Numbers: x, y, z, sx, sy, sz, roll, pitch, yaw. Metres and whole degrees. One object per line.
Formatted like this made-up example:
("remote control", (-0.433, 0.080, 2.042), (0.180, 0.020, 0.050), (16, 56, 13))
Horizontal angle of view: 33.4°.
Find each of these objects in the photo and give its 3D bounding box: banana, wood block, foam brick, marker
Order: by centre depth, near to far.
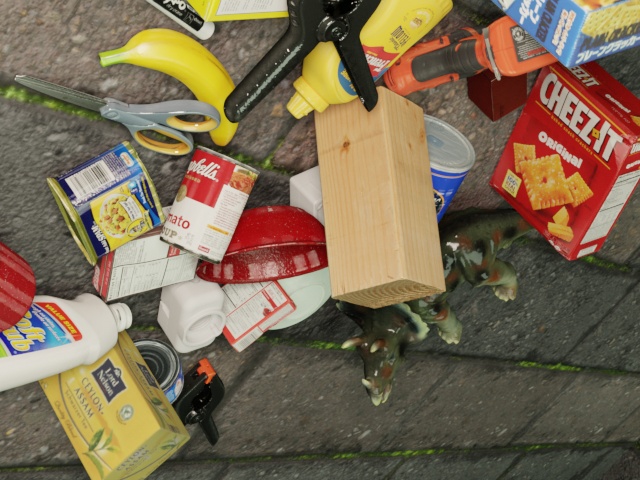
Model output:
("marker", (-0.132, -0.204, 0.908), (0.020, 0.020, 0.121), (-45, 148, 12))
("banana", (-0.119, -0.146, 0.985), (0.070, 0.037, 0.197), (-22, 151, 21))
("wood block", (0.061, -0.043, 1.116), (0.091, 0.206, 0.090), (-16, 161, 32))
("foam brick", (0.204, -0.187, 1.238), (0.053, 0.051, 0.078), (-31, 148, -10))

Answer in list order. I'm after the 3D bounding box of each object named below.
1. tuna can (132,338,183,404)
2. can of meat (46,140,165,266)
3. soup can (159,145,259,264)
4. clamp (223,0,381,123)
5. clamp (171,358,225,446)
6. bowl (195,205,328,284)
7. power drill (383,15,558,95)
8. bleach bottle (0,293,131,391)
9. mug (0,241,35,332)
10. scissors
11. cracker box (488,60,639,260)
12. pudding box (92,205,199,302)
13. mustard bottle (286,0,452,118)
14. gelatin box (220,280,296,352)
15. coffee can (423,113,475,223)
("tuna can", (-0.203, 0.156, 1.238), (0.086, 0.086, 0.034), (-26, 144, -19))
("can of meat", (-0.202, -0.036, 1.018), (0.083, 0.057, 0.102), (-30, 147, -15))
("soup can", (-0.111, -0.035, 1.066), (0.068, 0.069, 0.102), (24, 89, -55))
("clamp", (0.013, -0.193, 0.962), (0.164, 0.036, 0.210), (-4, 133, -36))
("clamp", (-0.179, 0.228, 1.400), (0.120, 0.039, 0.172), (-20, 138, -34))
("bowl", (-0.058, 0.001, 1.156), (0.162, 0.055, 0.162), (-8, 166, -2))
("power drill", (0.180, -0.199, 1.096), (0.184, 0.057, 0.188), (-24, -170, -24))
("bleach bottle", (-0.302, 0.094, 1.064), (0.250, 0.103, 0.068), (-13, 148, -45))
("mug", (-0.313, 0.047, 0.966), (0.093, 0.117, 0.081), (-4, 157, 15))
("scissors", (-0.167, -0.121, 0.953), (0.096, 0.016, 0.201), (-18, 156, 24))
("cracker box", (0.319, -0.105, 1.352), (0.072, 0.164, 0.214), (-18, 144, -32))
("pudding box", (-0.179, 0.011, 1.121), (0.113, 0.039, 0.090), (-13, 141, -33))
("mustard bottle", (0.040, -0.193, 1.058), (0.192, 0.058, 0.096), (-43, 155, 9))
("gelatin box", (-0.084, 0.077, 1.267), (0.089, 0.073, 0.030), (-37, 149, -3))
("coffee can", (0.105, -0.063, 1.248), (0.102, 0.103, 0.140), (-9, 138, -39))
